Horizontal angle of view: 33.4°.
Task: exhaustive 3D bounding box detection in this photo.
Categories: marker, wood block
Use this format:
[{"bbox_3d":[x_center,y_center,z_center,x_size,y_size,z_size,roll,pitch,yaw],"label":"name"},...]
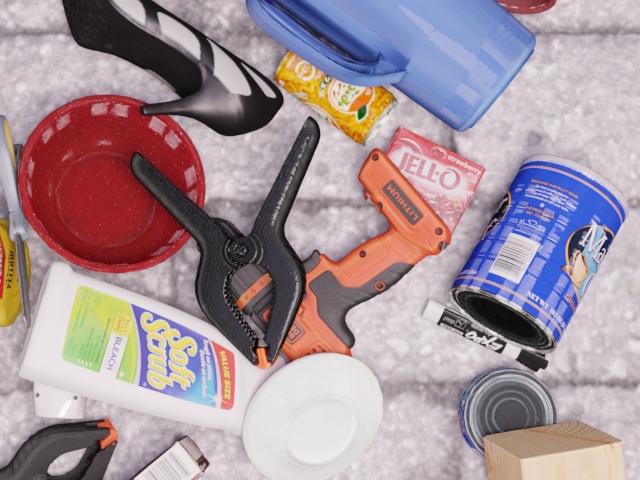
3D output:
[{"bbox_3d":[0.149,0.087,0.961,0.121,0.020,0.020,25,83,2],"label":"marker"},{"bbox_3d":[0.202,0.264,0.883,0.090,0.091,0.206,-8,93,-10],"label":"wood block"}]

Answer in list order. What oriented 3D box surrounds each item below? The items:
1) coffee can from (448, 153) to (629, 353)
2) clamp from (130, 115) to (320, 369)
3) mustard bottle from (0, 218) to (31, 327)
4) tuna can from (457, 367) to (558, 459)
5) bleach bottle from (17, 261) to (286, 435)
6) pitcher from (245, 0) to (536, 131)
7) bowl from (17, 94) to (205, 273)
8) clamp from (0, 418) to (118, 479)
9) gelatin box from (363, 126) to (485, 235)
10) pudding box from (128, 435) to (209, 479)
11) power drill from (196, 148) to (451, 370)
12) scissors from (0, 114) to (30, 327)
[{"bbox_3d":[0.188,0.011,0.920,0.103,0.103,0.140,31,75,3],"label":"coffee can"},{"bbox_3d":[-0.056,0.001,0.900,0.164,0.036,0.210,-18,86,5],"label":"clamp"},{"bbox_3d":[-0.287,0.019,0.874,0.058,0.191,0.096,4,83,-1],"label":"mustard bottle"},{"bbox_3d":[0.166,0.155,0.945,0.086,0.034,0.086,0,83,-1],"label":"tuna can"},{"bbox_3d":[-0.122,0.101,0.913,0.250,0.068,0.102,18,69,-16],"label":"bleach bottle"},{"bbox_3d":[0.061,-0.201,0.941,0.243,0.145,0.149,38,104,1],"label":"pitcher"},{"bbox_3d":[-0.185,-0.044,0.940,0.162,0.055,0.162,5,74,-17],"label":"bowl"},{"bbox_3d":[-0.245,0.221,0.919,0.171,0.039,0.120,-27,122,-13],"label":"clamp"},{"bbox_3d":[0.094,-0.052,0.972,0.089,0.030,0.073,28,83,2],"label":"gelatin box"},{"bbox_3d":[-0.149,0.216,0.904,0.113,0.090,0.039,-37,87,-6],"label":"pudding box"},{"bbox_3d":[0.006,0.008,0.935,0.188,0.057,0.184,-42,87,9],"label":"power drill"},{"bbox_3d":[-0.258,-0.028,0.893,0.016,0.096,0.202,-13,41,-5],"label":"scissors"}]
